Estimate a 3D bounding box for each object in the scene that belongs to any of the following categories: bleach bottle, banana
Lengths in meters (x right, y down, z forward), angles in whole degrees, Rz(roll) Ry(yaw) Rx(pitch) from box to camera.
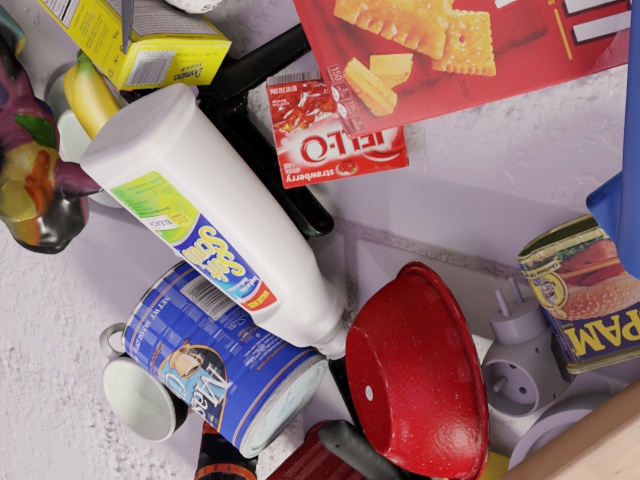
[{"bbox_3d":[-0.055,0.001,0.785,0.103,0.068,0.250,-12,130,47],"label":"bleach bottle"},{"bbox_3d":[-0.154,-0.070,0.870,0.197,0.037,0.070,57,168,-27],"label":"banana"}]

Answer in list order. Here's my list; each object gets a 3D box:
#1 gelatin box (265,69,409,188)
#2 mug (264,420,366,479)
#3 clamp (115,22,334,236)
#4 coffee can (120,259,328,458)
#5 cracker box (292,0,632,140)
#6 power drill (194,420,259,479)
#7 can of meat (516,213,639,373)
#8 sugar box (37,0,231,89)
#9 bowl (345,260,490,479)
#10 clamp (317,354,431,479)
[{"bbox_3d":[0.012,-0.080,0.725,0.089,0.030,0.073,-9,112,2],"label":"gelatin box"},{"bbox_3d":[0.006,0.223,0.900,0.093,0.081,0.117,-16,104,43],"label":"mug"},{"bbox_3d":[-0.069,-0.092,0.807,0.210,0.036,0.164,11,115,34],"label":"clamp"},{"bbox_3d":[-0.079,0.095,0.880,0.140,0.102,0.103,38,133,16],"label":"coffee can"},{"bbox_3d":[0.085,-0.161,0.602,0.214,0.072,0.164,-12,107,34],"label":"cracker box"},{"bbox_3d":[-0.090,0.241,0.940,0.057,0.184,0.188,11,133,-6],"label":"power drill"},{"bbox_3d":[0.182,0.026,0.661,0.102,0.057,0.084,-25,95,44],"label":"can of meat"},{"bbox_3d":[-0.155,-0.179,0.769,0.176,0.093,0.048,45,122,24],"label":"sugar box"},{"bbox_3d":[0.058,0.099,0.747,0.162,0.055,0.162,168,90,-74],"label":"bowl"},{"bbox_3d":[0.051,0.166,0.839,0.039,0.120,0.171,-25,118,20],"label":"clamp"}]
